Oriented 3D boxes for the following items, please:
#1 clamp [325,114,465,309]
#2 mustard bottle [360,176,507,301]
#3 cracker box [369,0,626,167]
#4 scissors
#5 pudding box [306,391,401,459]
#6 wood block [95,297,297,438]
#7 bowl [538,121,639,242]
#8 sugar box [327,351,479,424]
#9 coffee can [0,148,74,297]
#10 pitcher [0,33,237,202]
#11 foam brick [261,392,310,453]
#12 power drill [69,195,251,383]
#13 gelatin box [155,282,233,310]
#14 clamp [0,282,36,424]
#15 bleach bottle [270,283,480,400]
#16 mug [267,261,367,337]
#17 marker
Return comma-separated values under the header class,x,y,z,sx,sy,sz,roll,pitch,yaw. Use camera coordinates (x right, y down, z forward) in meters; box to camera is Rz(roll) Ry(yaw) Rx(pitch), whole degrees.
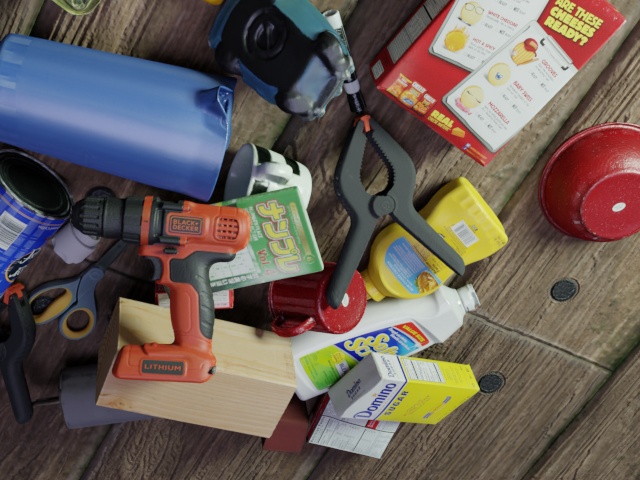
class,x,y,z,sx,sy,sz,roll,pitch,yaw
clamp,0.077,-0.036,1.187,0.164,0.036,0.210,-7,96,-15
mustard bottle,0.117,0.015,1.258,0.192,0.058,0.096,-35,113,15
cracker box,0.180,-0.206,1.118,0.164,0.072,0.214,32,113,-25
scissors,-0.259,0.053,1.261,0.202,0.016,0.096,-29,123,11
pudding box,0.046,0.235,1.405,0.113,0.039,0.090,17,119,-15
wood block,-0.141,0.145,1.208,0.205,0.090,0.091,14,124,-19
bowl,0.340,-0.055,1.245,0.162,0.055,0.162,-3,123,-5
sugar box,0.106,0.188,1.334,0.175,0.048,0.093,9,137,-41
coffee can,-0.349,-0.014,1.153,0.102,0.103,0.140,35,112,-26
pitcher,-0.215,-0.124,1.095,0.242,0.145,0.149,13,108,-11
foam brick,-0.048,0.225,1.362,0.051,0.078,0.053,9,121,-15
power drill,-0.169,0.048,1.094,0.184,0.057,0.188,5,93,-4
gelatin box,-0.146,0.048,1.237,0.089,0.073,0.030,-3,123,-5
clamp,-0.372,0.134,1.263,0.120,0.039,0.172,29,115,2
bleach bottle,0.072,0.108,1.312,0.251,0.068,0.102,-23,127,5
mug,-0.008,0.072,1.232,0.117,0.082,0.093,-40,118,-34
marker,0.026,-0.188,1.140,0.020,0.020,0.121,-17,123,4
